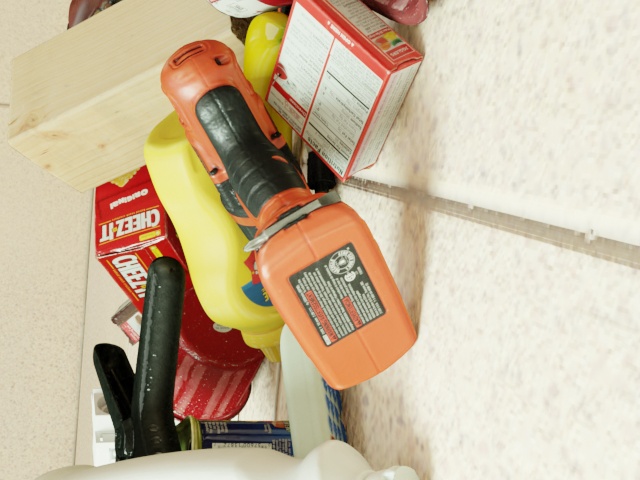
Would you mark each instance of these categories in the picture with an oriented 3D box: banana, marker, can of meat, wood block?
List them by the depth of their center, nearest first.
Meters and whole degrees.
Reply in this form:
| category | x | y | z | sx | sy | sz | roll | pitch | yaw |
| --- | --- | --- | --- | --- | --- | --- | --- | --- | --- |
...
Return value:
| category | x | y | z | sx | sy | sz | roll | pitch | yaw |
| --- | --- | --- | --- | --- | --- | --- | --- | --- | --- |
| marker | -0.002 | -0.086 | 0.706 | 0.020 | 0.020 | 0.121 | 129 | 142 | -63 |
| can of meat | -0.055 | 0.152 | 0.724 | 0.102 | 0.083 | 0.057 | 134 | 137 | -66 |
| banana | -0.035 | -0.093 | 0.744 | 0.198 | 0.037 | 0.069 | 97 | 171 | -56 |
| wood block | -0.131 | -0.126 | 0.824 | 0.206 | 0.090 | 0.091 | -22 | 56 | 22 |

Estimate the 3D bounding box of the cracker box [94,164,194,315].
| category | x | y | z | sx | sy | sz | roll | pitch | yaw |
| --- | --- | --- | --- | --- | --- | --- | --- | --- | --- |
| cracker box | -0.141 | -0.031 | 0.953 | 0.164 | 0.072 | 0.214 | 63 | -166 | -51 |

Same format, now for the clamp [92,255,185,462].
| category | x | y | z | sx | sy | sz | roll | pitch | yaw |
| --- | --- | --- | --- | --- | --- | --- | --- | --- | --- |
| clamp | -0.123 | 0.134 | 0.727 | 0.165 | 0.036 | 0.210 | 141 | 128 | -57 |

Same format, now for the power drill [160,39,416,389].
| category | x | y | z | sx | sy | sz | roll | pitch | yaw |
| --- | --- | --- | --- | --- | --- | --- | --- | --- | --- |
| power drill | -0.016 | -0.004 | 0.590 | 0.184 | 0.057 | 0.188 | 60 | 176 | -39 |

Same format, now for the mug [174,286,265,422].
| category | x | y | z | sx | sy | sz | roll | pitch | yaw |
| --- | --- | --- | --- | --- | --- | --- | --- | --- | --- |
| mug | -0.095 | 0.079 | 0.847 | 0.117 | 0.093 | 0.082 | 48 | 139 | 17 |

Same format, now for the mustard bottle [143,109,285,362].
| category | x | y | z | sx | sy | sz | roll | pitch | yaw |
| --- | --- | --- | --- | --- | --- | --- | --- | --- | --- |
| mustard bottle | -0.054 | 0.001 | 0.723 | 0.096 | 0.058 | 0.191 | -54 | -46 | -51 |

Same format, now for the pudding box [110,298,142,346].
| category | x | y | z | sx | sy | sz | roll | pitch | yaw |
| --- | --- | --- | --- | --- | --- | --- | --- | --- | --- |
| pudding box | -0.163 | 0.057 | 1.076 | 0.090 | 0.039 | 0.113 | -41 | 5 | -1 |

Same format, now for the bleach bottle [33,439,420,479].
| category | x | y | z | sx | sy | sz | roll | pitch | yaw |
| --- | --- | --- | --- | --- | --- | --- | --- | --- | --- |
| bleach bottle | -0.055 | 0.151 | 0.577 | 0.251 | 0.067 | 0.102 | -22 | 78 | 35 |

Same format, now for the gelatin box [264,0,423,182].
| category | x | y | z | sx | sy | sz | roll | pitch | yaw |
| --- | --- | --- | --- | --- | --- | --- | --- | --- | --- |
| gelatin box | 0.010 | -0.088 | 0.589 | 0.073 | 0.030 | 0.089 | 46 | 143 | 20 |
